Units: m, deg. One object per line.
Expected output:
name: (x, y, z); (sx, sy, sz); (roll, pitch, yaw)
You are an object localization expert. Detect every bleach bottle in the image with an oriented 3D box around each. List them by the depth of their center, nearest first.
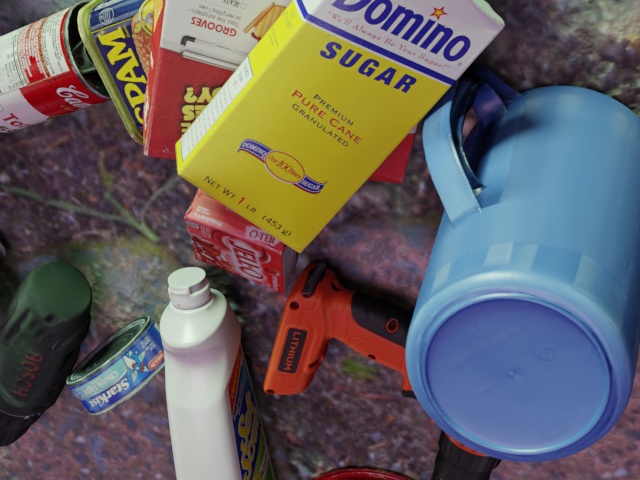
bleach bottle: (-0.084, 0.140, 0.832); (0.068, 0.102, 0.251); (0, 120, 14)

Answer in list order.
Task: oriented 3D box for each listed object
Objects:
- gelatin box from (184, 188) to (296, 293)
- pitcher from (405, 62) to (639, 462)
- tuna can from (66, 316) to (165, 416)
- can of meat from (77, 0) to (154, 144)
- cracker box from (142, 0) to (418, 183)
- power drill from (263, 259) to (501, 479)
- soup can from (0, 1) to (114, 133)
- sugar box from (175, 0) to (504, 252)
gelatin box: (-0.055, 0.001, 0.760); (0.073, 0.030, 0.089); (21, 161, 6)
pitcher: (0.117, 0.004, 0.598); (0.149, 0.242, 0.145); (14, 119, 11)
tuna can: (-0.158, 0.098, 0.846); (0.086, 0.086, 0.033); (-29, 104, 31)
can of meat: (-0.099, -0.124, 0.714); (0.084, 0.057, 0.102); (-14, 114, 23)
cracker box: (-0.011, -0.149, 0.622); (0.164, 0.072, 0.214); (6, 120, -13)
power drill: (0.057, 0.105, 0.792); (0.187, 0.057, 0.185); (18, 119, 6)
soup can: (-0.192, -0.119, 0.743); (0.102, 0.068, 0.068); (-13, 114, 26)
sugar box: (0.008, -0.085, 0.594); (0.093, 0.048, 0.176); (33, 113, -25)
